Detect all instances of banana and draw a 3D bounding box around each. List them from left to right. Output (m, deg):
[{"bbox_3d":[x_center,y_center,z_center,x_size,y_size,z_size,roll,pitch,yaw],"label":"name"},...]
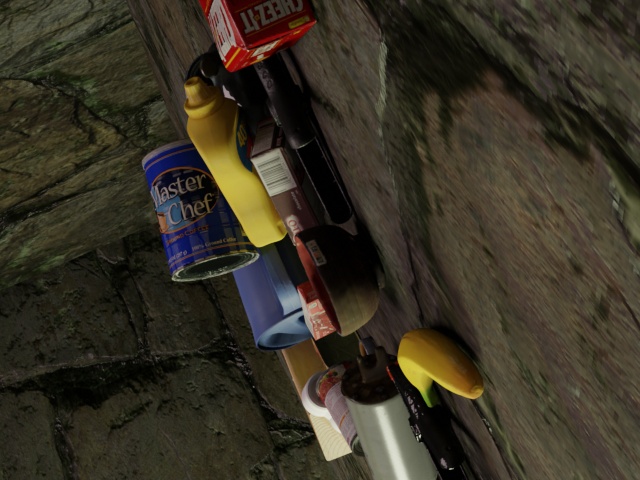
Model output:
[{"bbox_3d":[0.097,0.104,0.900,0.069,0.037,0.198,47,172,5],"label":"banana"}]

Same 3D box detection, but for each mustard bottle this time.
[{"bbox_3d":[-0.091,-0.091,1.123,0.096,0.058,0.191,-87,-26,-51],"label":"mustard bottle"}]

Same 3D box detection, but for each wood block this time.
[{"bbox_3d":[0.013,0.215,1.560,0.206,0.090,0.091,-120,9,-62],"label":"wood block"}]

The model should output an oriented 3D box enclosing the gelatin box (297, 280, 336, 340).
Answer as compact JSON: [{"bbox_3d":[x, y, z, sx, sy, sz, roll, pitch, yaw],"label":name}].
[{"bbox_3d":[0.017,0.066,1.178,0.089,0.073,0.030,79,164,-57],"label":"gelatin box"}]

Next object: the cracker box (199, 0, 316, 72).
[{"bbox_3d":[-0.088,-0.258,0.904,0.164,0.072,0.213,-162,47,-81],"label":"cracker box"}]

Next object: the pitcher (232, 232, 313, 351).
[{"bbox_3d":[-0.059,0.002,1.313,0.149,0.144,0.243,-45,61,45],"label":"pitcher"}]

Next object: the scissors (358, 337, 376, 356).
[{"bbox_3d":[0.076,0.191,1.371,0.202,0.016,0.096,77,166,-57],"label":"scissors"}]

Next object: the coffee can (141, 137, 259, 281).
[{"bbox_3d":[-0.136,-0.036,1.211,0.103,0.102,0.140,102,153,-78],"label":"coffee can"}]

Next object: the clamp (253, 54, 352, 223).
[{"bbox_3d":[-0.032,-0.130,1.020,0.164,0.036,0.210,61,-177,-68],"label":"clamp"}]

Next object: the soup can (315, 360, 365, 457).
[{"bbox_3d":[0.046,0.206,1.312,0.102,0.068,0.068,56,168,42],"label":"soup can"}]

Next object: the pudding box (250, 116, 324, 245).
[{"bbox_3d":[-0.031,-0.065,1.112,0.090,0.039,0.113,-88,-23,-59],"label":"pudding box"}]

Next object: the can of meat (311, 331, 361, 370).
[{"bbox_3d":[0.023,0.144,1.447,0.102,0.057,0.084,61,173,30],"label":"can of meat"}]

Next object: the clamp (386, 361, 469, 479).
[{"bbox_3d":[0.106,0.178,1.034,0.120,0.039,0.171,79,165,-56],"label":"clamp"}]
